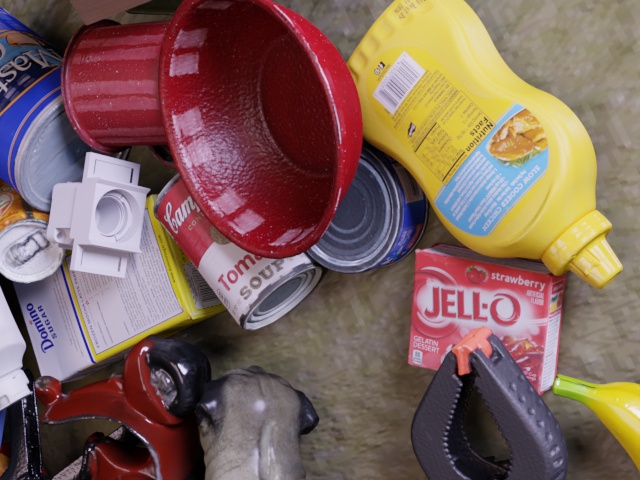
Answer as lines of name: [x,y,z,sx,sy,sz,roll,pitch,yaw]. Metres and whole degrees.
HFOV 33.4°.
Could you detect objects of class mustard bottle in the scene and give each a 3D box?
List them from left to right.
mustard bottle: [0.096,-0.048,0.597,0.192,0.058,0.096,50,123,18]

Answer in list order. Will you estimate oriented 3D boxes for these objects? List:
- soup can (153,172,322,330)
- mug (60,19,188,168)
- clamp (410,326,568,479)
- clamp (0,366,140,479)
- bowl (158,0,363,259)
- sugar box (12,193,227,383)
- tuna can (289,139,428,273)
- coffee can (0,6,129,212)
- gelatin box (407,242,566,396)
soup can: [-0.055,0.001,0.707,0.102,0.068,0.069,51,122,17]
mug: [-0.109,-0.096,0.724,0.082,0.093,0.117,2,130,30]
clamp: [0.111,0.152,0.621,0.165,0.036,0.210,10,117,31]
clamp: [-0.227,0.187,0.838,0.120,0.039,0.171,29,84,24]
bowl: [-0.027,-0.073,0.626,0.162,0.055,0.162,24,125,40]
sugar box: [-0.154,0.039,0.798,0.177,0.048,0.093,-26,79,38]
tuna can: [0.023,-0.023,0.669,0.086,0.033,0.086,7,103,34]
coffee can: [-0.221,-0.100,0.786,0.140,0.102,0.103,36,117,25]
gelatin box: [0.097,0.045,0.631,0.089,0.030,0.073,12,105,33]
